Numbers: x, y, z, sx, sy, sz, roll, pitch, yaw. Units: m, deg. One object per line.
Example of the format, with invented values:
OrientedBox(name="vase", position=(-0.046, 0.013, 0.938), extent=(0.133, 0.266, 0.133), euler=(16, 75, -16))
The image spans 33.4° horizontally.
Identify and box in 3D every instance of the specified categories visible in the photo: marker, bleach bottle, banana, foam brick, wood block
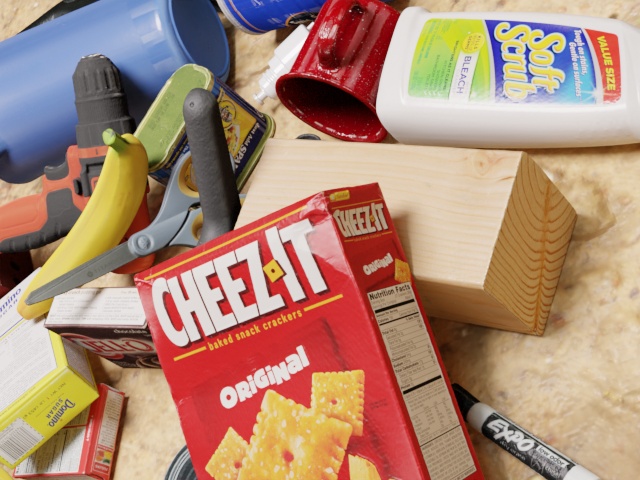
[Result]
OrientedBox(name="marker", position=(0.117, 0.120, 0.645), extent=(0.121, 0.020, 0.020), euler=(31, 87, 43))
OrientedBox(name="bleach bottle", position=(0.163, -0.111, 0.711), extent=(0.251, 0.068, 0.102), euler=(4, 69, 36))
OrientedBox(name="banana", position=(-0.180, -0.016, 0.837), extent=(0.037, 0.069, 0.198), euler=(50, 125, 28))
OrientedBox(name="foam brick", position=(-0.299, 0.038, 0.985), extent=(0.051, 0.053, 0.078), euler=(-38, 50, 14))
OrientedBox(name="wood block", position=(0.051, -0.007, 0.718), extent=(0.206, 0.090, 0.091), euler=(7, 71, 39))

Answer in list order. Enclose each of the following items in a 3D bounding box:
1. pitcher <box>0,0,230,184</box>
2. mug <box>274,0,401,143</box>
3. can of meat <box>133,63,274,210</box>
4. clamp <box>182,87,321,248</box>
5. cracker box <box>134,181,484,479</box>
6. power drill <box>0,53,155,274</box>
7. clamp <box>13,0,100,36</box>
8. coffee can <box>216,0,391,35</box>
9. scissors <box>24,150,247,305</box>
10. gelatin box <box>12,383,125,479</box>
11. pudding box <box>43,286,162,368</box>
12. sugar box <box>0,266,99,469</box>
OrientedBox(name="pitcher", position=(-0.206, -0.156, 0.980), extent=(0.243, 0.144, 0.149), euler=(-18, 75, 25))
OrientedBox(name="mug", position=(0.021, -0.136, 0.799), extent=(0.093, 0.117, 0.081), euler=(18, 72, 22))
OrientedBox(name="can of meat", position=(-0.099, -0.083, 0.878), extent=(0.058, 0.083, 0.102), euler=(25, 83, 43))
OrientedBox(name="clamp", position=(-0.055, 0.001, 0.790), extent=(0.036, 0.164, 0.210), euler=(9, 94, 31))
OrientedBox(name="cracker box", position=(-0.010, 0.093, 0.651), extent=(0.164, 0.072, 0.214), euler=(-23, 84, 33))
OrientedBox(name="power drill", position=(-0.238, -0.055, 0.904), extent=(0.188, 0.057, 0.184), euler=(-6, 98, 16))
OrientedBox(name="clamp", position=(-0.255, -0.263, 1.129), extent=(0.172, 0.039, 0.120), euler=(-11, 64, 25))
OrientedBox(name="coffee can", position=(-0.008, -0.234, 0.880), extent=(0.141, 0.102, 0.103), euler=(-7, 62, 34))
OrientedBox(name="scissors", position=(-0.133, -0.017, 0.810), extent=(0.016, 0.201, 0.096), euler=(-27, 76, 65))
OrientedBox(name="gelatin box", position=(-0.202, 0.157, 0.860), extent=(0.089, 0.030, 0.073), euler=(-12, 59, 35))
OrientedBox(name="pudding box", position=(-0.142, 0.068, 0.822), extent=(0.114, 0.090, 0.039), euler=(-5, 62, 35))
OrientedBox(name="sugar box", position=(-0.241, 0.099, 0.879), extent=(0.093, 0.048, 0.176), euler=(-40, 30, 1))
